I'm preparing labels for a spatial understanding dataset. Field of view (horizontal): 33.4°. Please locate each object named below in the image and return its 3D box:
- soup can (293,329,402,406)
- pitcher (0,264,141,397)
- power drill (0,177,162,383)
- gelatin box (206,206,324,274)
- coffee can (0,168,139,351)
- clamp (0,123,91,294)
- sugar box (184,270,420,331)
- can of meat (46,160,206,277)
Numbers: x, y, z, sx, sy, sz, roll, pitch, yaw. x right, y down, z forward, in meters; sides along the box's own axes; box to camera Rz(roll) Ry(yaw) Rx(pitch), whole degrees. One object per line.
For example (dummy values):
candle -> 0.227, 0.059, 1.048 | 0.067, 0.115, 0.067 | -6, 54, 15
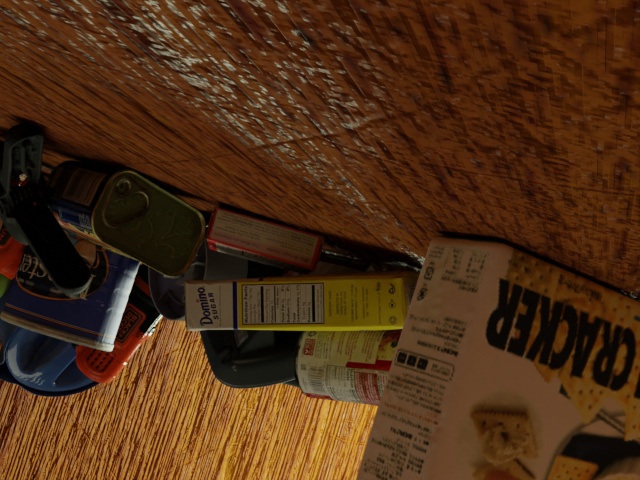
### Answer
soup can -> 0.037, 0.102, 0.878 | 0.102, 0.068, 0.068 | 2, 167, 31
pitcher -> -0.298, 0.045, 1.196 | 0.149, 0.145, 0.243 | 14, -152, -36
power drill -> -0.224, 0.019, 1.039 | 0.187, 0.184, 0.057 | 37, 180, -1
gelatin box -> -0.044, 0.001, 0.845 | 0.089, 0.030, 0.073 | 15, 174, -2
coffee can -> -0.215, 0.018, 0.957 | 0.103, 0.140, 0.103 | 17, 174, 2
clamp -> -0.215, -0.039, 0.766 | 0.039, 0.120, 0.172 | -18, -154, -28
sugar box -> -0.008, 0.049, 0.834 | 0.176, 0.048, 0.093 | -5, 176, 18
can of meat -> -0.154, -0.020, 0.824 | 0.084, 0.057, 0.102 | 16, 168, 44
